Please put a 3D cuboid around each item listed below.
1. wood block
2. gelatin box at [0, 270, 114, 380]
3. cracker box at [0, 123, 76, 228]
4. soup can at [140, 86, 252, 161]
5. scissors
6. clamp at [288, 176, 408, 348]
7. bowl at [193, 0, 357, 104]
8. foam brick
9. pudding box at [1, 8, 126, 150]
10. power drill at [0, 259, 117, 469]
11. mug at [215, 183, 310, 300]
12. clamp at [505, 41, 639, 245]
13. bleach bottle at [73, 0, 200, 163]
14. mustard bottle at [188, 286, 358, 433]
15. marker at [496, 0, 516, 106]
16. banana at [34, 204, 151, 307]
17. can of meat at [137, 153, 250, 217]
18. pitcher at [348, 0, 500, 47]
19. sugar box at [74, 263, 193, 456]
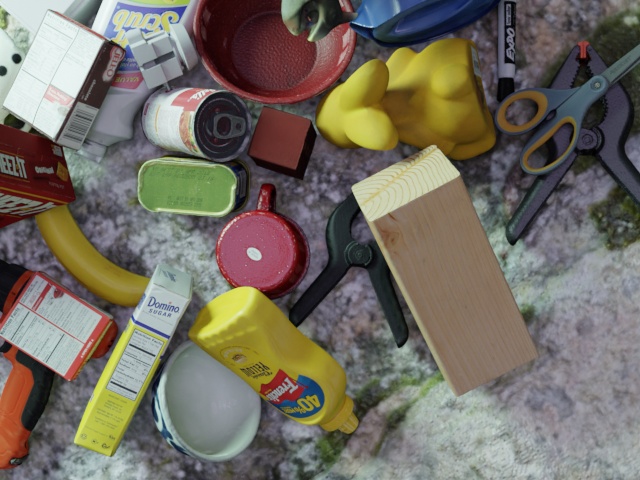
[{"bbox_3d":[0.117,0.030,0.997,0.091,0.090,0.206,-27,115,2],"label":"wood block"},{"bbox_3d":[-0.258,0.083,1.039,0.089,0.030,0.073,32,87,1],"label":"gelatin box"},{"bbox_3d":[-0.367,-0.039,1.017,0.214,0.164,0.072,-19,82,13],"label":"cracker box"},{"bbox_3d":[-0.123,-0.116,1.050,0.068,0.102,0.068,-9,105,-38],"label":"soup can"},{"bbox_3d":[0.251,-0.156,1.048,0.096,0.016,0.202,37,93,19],"label":"scissors"},{"bbox_3d":[0.030,0.021,1.073,0.120,0.039,0.171,2,81,-2],"label":"clamp"},{"bbox_3d":[-0.045,-0.202,1.071,0.162,0.055,0.162,1,75,-3],"label":"bowl"},{"bbox_3d":[-0.037,-0.097,1.064,0.051,0.078,0.053,18,88,5],"label":"foam brick"},{"bbox_3d":[-0.251,-0.158,1.043,0.090,0.039,0.113,32,96,30],"label":"pudding box"},{"bbox_3d":[-0.323,0.120,1.078,0.184,0.057,0.187,28,89,4],"label":"power drill"},{"bbox_3d":[-0.057,0.001,1.057,0.093,0.081,0.117,8,87,4],"label":"mug"},{"bbox_3d":[0.275,-0.092,1.063,0.164,0.036,0.210,5,85,9],"label":"clamp"},{"bbox_3d":[-0.183,-0.196,1.085,0.102,0.068,0.251,22,93,-10],"label":"bleach bottle"},{"bbox_3d":[-0.032,0.126,1.037,0.191,0.096,0.058,43,47,-22],"label":"mustard bottle"},{"bbox_3d":[0.189,-0.196,1.084,0.020,0.020,0.121,1,87,3],"label":"marker"},{"bbox_3d":[-0.235,0.009,1.093,0.198,0.037,0.069,39,68,3],"label":"banana"},{"bbox_3d":[-0.125,-0.054,1.059,0.102,0.084,0.057,4,97,3],"label":"can of meat"},{"bbox_3d":[0.090,-0.325,1.048,0.145,0.148,0.243,-24,80,44],"label":"pitcher"},{"bbox_3d":[-0.180,0.113,1.037,0.048,0.093,0.176,23,98,-9],"label":"sugar box"}]
